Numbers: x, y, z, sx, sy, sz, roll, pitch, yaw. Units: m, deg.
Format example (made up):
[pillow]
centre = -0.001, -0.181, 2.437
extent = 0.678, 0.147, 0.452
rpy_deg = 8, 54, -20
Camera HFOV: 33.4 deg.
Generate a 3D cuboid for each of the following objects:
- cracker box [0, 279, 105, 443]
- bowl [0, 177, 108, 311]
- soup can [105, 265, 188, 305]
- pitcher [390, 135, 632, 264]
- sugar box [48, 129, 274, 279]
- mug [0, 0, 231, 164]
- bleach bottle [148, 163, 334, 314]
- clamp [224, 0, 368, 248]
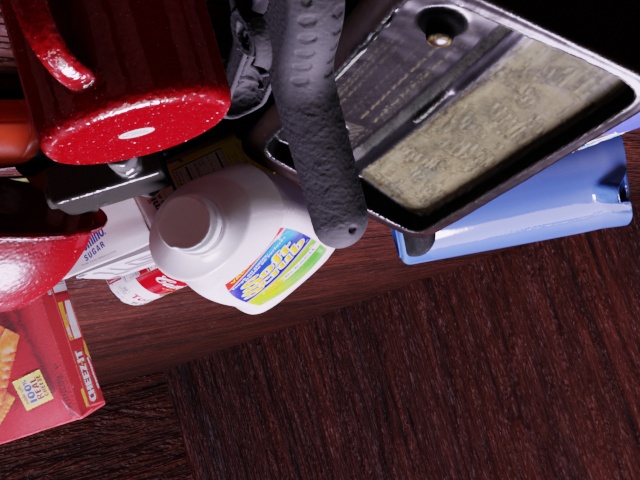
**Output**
[cracker box]
centre = -0.321, 0.105, 0.949
extent = 0.214, 0.164, 0.072
rpy_deg = -18, -179, 8
[bowl]
centre = -0.204, 0.002, 0.601
extent = 0.162, 0.055, 0.162
rpy_deg = 10, -169, -2
[soup can]
centre = -0.165, 0.022, 1.081
extent = 0.068, 0.068, 0.102
rpy_deg = -9, 170, -45
[pitcher]
centre = 0.189, -0.057, 1.116
extent = 0.243, 0.145, 0.149
rpy_deg = -13, 160, 1
[sugar box]
centre = -0.109, -0.029, 0.738
extent = 0.093, 0.048, 0.176
rpy_deg = -21, -169, 30
[mug]
centre = -0.088, -0.083, 0.431
extent = 0.093, 0.081, 0.117
rpy_deg = -18, 172, 11
[bleach bottle]
centre = -0.054, 0.001, 0.667
extent = 0.102, 0.068, 0.250
rpy_deg = -40, 172, 7
[clamp]
centre = -0.012, -0.079, 0.444
extent = 0.039, 0.120, 0.171
rpy_deg = -28, 149, -20
